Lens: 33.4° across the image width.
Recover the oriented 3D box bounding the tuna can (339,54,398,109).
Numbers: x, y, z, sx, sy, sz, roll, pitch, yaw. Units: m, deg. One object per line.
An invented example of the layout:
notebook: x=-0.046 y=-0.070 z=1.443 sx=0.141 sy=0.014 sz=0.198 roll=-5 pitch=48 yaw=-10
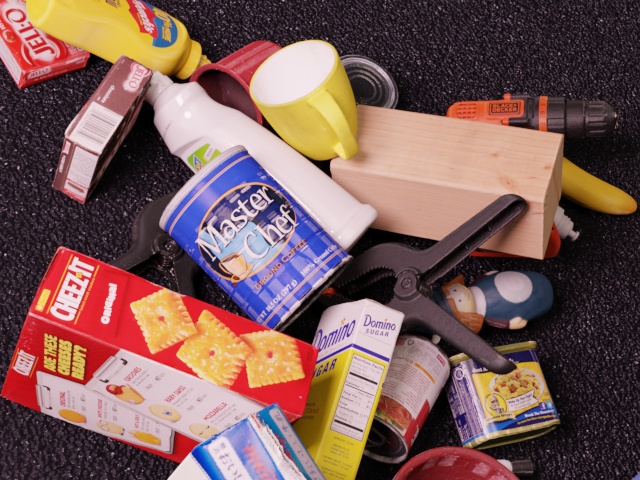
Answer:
tuna can: x=0.040 y=-0.157 z=1.151 sx=0.086 sy=0.034 sz=0.086 roll=11 pitch=58 yaw=-18

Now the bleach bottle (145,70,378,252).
bleach bottle: x=-0.069 y=-0.072 z=1.012 sx=0.251 sy=0.103 sz=0.068 roll=43 pitch=51 yaw=3

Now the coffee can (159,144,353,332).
coffee can: x=-0.056 y=0.001 z=0.933 sx=0.140 sy=0.103 sz=0.102 roll=45 pitch=55 yaw=6

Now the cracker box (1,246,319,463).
cracker box: x=-0.130 y=0.104 z=0.847 sx=0.213 sy=0.164 sz=0.072 roll=23 pitch=54 yaw=-10

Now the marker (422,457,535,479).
marker: x=0.147 y=0.214 z=0.993 sx=0.121 sy=0.020 sz=0.020 roll=2 pitch=62 yaw=-23

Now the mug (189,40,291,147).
mug: x=-0.062 y=-0.140 z=1.064 sx=0.117 sy=0.093 sz=0.081 roll=44 pitch=50 yaw=7

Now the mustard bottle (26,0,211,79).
mustard bottle: x=-0.189 y=-0.206 z=1.045 sx=0.191 sy=0.058 sz=0.096 roll=23 pitch=32 yaw=-35

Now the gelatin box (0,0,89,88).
gelatin box: x=-0.279 y=-0.199 z=1.039 sx=0.073 sy=0.030 sz=0.089 roll=-25 pitch=74 yaw=-32

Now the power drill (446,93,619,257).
power drill: x=0.218 y=-0.073 z=1.124 sx=0.185 sy=0.057 sz=0.187 roll=0 pitch=56 yaw=18

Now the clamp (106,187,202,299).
clamp: x=-0.134 y=0.022 z=0.970 sx=0.120 sy=0.039 sz=0.171 roll=35 pitch=54 yaw=-5

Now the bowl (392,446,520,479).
bowl: x=0.116 y=0.265 z=0.928 sx=0.162 sy=0.055 sz=0.162 roll=11 pitch=59 yaw=-18

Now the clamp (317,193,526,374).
clamp: x=0.090 y=0.052 z=0.964 sx=0.036 sy=0.210 sz=0.164 roll=37 pitch=48 yaw=-50

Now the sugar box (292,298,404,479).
sugar box: x=0.010 y=0.140 z=0.900 sx=0.048 sy=0.093 sz=0.176 roll=21 pitch=73 yaw=-19

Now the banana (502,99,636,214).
banana: x=0.273 y=-0.085 z=1.208 sx=0.198 sy=0.037 sz=0.069 roll=41 pitch=55 yaw=3

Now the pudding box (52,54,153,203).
pudding box: x=-0.200 y=-0.102 z=0.981 sx=0.039 sy=0.090 sz=0.113 roll=29 pitch=55 yaw=-4

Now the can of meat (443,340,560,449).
can of meat: x=0.171 y=0.149 z=1.018 sx=0.101 sy=0.058 sz=0.084 roll=-6 pitch=67 yaw=-26

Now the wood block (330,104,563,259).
wood block: x=0.124 y=-0.059 z=1.040 sx=0.206 sy=0.091 sz=0.090 roll=10 pitch=53 yaw=19

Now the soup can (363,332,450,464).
soup can: x=0.069 y=0.142 z=0.971 sx=0.068 sy=0.069 sz=0.102 roll=36 pitch=54 yaw=-1
